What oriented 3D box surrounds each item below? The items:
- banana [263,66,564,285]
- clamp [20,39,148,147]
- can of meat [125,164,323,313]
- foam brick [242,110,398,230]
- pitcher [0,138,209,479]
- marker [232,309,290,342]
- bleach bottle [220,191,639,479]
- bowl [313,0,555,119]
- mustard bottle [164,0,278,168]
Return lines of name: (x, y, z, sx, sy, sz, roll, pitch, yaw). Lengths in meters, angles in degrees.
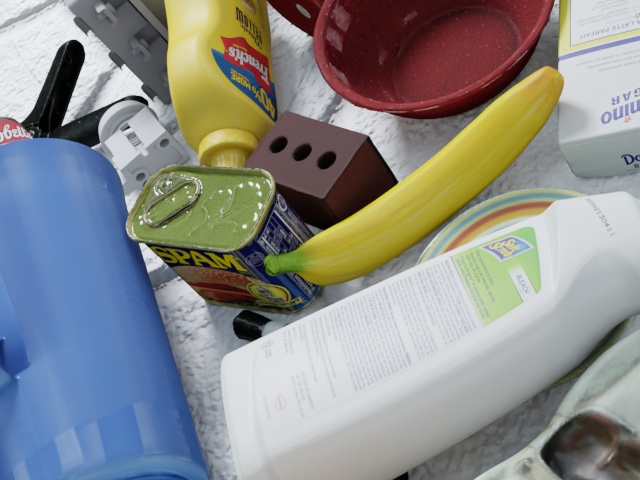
banana: (0.060, -0.027, 0.621, 0.198, 0.069, 0.037, -36, 78, 5)
clamp: (-0.213, -0.075, 0.851, 0.120, 0.039, 0.171, 29, 84, 42)
can of meat: (-0.054, 0.001, 0.660, 0.102, 0.083, 0.057, 5, 61, 35)
foam brick: (0.000, -0.041, 0.680, 0.078, 0.051, 0.053, 21, 70, 41)
pitcher: (-0.159, 0.061, 0.631, 0.149, 0.145, 0.243, -12, 51, -20)
marker: (-0.006, 0.062, 0.630, 0.121, 0.020, 0.020, 13, 65, 39)
bleach bottle: (0.076, 0.048, 0.522, 0.251, 0.068, 0.102, -26, 39, 8)
bowl: (0.079, -0.134, 0.691, 0.162, 0.055, 0.162, -14, 55, 20)
mustard bottle: (-0.068, -0.114, 0.743, 0.058, 0.096, 0.191, -22, 54, 22)
